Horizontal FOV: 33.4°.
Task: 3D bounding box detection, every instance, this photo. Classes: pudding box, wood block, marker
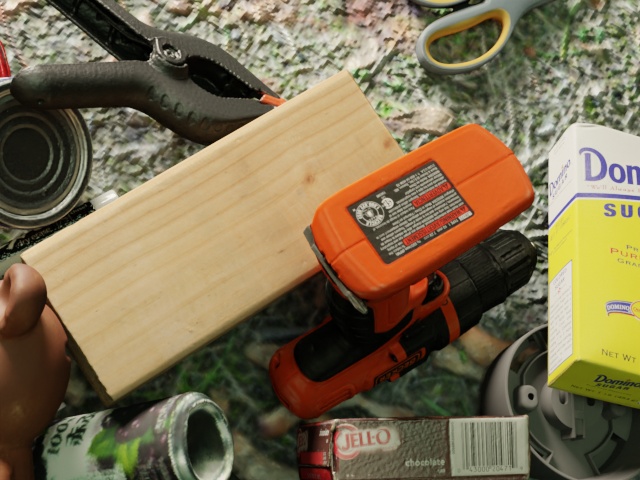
[{"bbox_3d":[0.049,0.118,0.602,0.113,0.090,0.039,3,79,-13],"label":"pudding box"},{"bbox_3d":[-0.054,0.000,0.604,0.206,0.091,0.090,-32,87,-17],"label":"wood block"},{"bbox_3d":[-0.169,0.005,0.614,0.121,0.020,0.020,-28,86,-17],"label":"marker"}]

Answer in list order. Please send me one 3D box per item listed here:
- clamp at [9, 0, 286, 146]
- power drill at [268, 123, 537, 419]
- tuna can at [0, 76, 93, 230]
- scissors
[{"bbox_3d":[-0.099,-0.092,0.613,0.171,0.039,0.120,23,46,-19],"label":"clamp"},{"bbox_3d":[0.057,0.017,0.577,0.184,0.188,0.057,-31,68,-17],"label":"power drill"},{"bbox_3d":[-0.171,-0.048,0.595,0.085,0.034,0.086,-5,97,-45],"label":"tuna can"},{"bbox_3d":[0.136,-0.183,0.724,0.201,0.016,0.096,-35,88,-17],"label":"scissors"}]
